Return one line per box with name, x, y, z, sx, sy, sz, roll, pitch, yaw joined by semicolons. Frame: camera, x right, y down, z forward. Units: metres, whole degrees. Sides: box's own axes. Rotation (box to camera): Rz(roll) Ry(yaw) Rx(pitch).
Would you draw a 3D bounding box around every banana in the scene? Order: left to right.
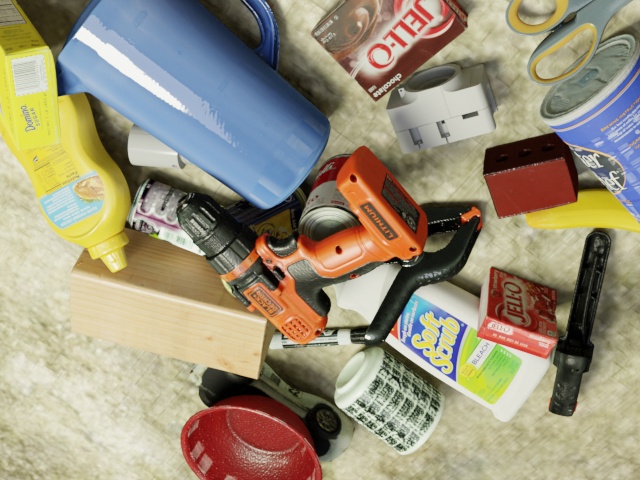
banana;0.295;-0.012;1.002;0.198;0.069;0.037;22;166;5

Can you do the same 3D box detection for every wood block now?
wood block;-0.150;0.062;1.126;0.206;0.090;0.090;14;130;4

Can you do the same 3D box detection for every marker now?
marker;0.003;0.107;1.167;0.121;0.020;0.020;-5;121;15

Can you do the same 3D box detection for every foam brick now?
foam brick;0.197;-0.061;0.996;0.078;0.053;0.051;-13;118;19

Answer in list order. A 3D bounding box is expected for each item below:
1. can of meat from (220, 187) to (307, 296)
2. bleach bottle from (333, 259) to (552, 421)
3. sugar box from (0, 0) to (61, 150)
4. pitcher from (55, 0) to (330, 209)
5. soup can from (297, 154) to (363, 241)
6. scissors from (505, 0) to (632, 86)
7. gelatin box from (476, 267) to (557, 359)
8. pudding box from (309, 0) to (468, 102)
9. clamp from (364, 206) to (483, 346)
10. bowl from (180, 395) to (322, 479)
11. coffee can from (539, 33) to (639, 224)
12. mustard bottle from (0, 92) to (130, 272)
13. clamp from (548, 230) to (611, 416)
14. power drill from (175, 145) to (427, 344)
can of meat;-0.057;0.001;1.064;0.058;0.083;0.102;27;135;43
bleach bottle;0.108;0.086;1.104;0.251;0.068;0.103;28;118;-3
sugar box;-0.285;-0.163;0.975;0.048;0.176;0.093;-15;127;-26
pitcher;-0.105;-0.147;0.975;0.242;0.145;0.149;37;134;-16
soup can;0.020;-0.029;1.026;0.068;0.102;0.068;6;123;9
scissors;0.241;-0.220;0.904;0.096;0.016;0.202;45;107;8
gelatin box;0.196;0.071;1.058;0.073;0.089;0.030;19;123;0
pudding box;0.062;-0.193;0.951;0.114;0.039;0.090;-36;109;29
clamp;0.077;0.014;1.047;0.120;0.171;0.039;48;168;23
bowl;-0.069;0.221;1.168;0.162;0.055;0.162;9;129;12
coffee can;0.275;-0.093;0.927;0.140;0.102;0.103;43;121;-15
mustard bottle;-0.242;-0.057;1.062;0.096;0.058;0.191;-23;96;25
clamp;0.248;0.116;1.049;0.036;0.164;0.210;13;134;15
power drill;-0.014;-0.006;0.953;0.188;0.057;0.184;-31;115;31
